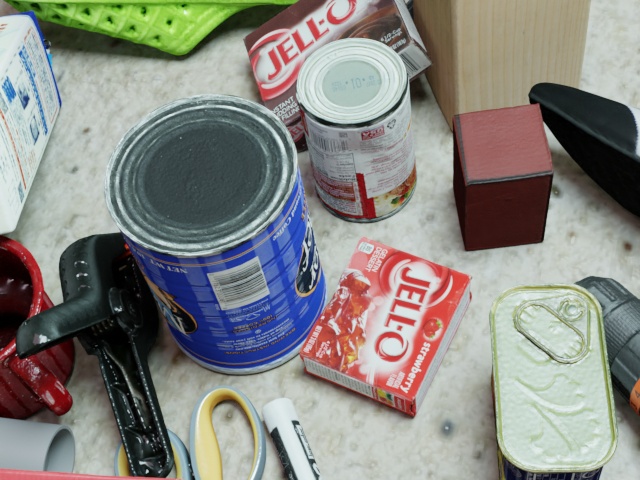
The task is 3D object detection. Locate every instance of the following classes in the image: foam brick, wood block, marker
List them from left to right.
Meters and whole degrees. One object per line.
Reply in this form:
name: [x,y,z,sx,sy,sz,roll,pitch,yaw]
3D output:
marker: [-0.004,0.142,0.583,0.020,0.020,0.121,-22,58,-6]
wood block: [0.108,-0.169,0.650,0.091,0.206,0.090,-17,57,-2]
foam brick: [0.109,-0.036,0.644,0.051,0.078,0.053,-7,60,3]

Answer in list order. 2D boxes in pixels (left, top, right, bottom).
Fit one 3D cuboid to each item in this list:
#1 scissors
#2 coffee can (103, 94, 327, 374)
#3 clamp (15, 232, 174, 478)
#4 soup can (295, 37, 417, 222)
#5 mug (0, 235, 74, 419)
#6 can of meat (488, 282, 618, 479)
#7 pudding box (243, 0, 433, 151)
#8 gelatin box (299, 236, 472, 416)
scissors: [-0.069,0.173,0.576,0.096,0.016,0.201,-5,58,7]
coffee can: [-0.054,0.001,0.606,0.103,0.140,0.103,-4,58,6]
clamp: [-0.126,0.043,0.603,0.039,0.120,0.171,-25,41,5]
soup can: [0.024,-0.066,0.660,0.068,0.102,0.068,-4,58,6]
mug: [-0.186,0.062,0.622,0.117,0.081,0.093,32,68,25]
can of meat: [0.119,0.087,0.562,0.057,0.084,0.102,-3,58,6]
pudding box: [0.009,-0.126,0.714,0.114,0.039,0.090,-30,57,17]
gelatin box: [0.040,0.049,0.629,0.073,0.030,0.089,21,64,19]
